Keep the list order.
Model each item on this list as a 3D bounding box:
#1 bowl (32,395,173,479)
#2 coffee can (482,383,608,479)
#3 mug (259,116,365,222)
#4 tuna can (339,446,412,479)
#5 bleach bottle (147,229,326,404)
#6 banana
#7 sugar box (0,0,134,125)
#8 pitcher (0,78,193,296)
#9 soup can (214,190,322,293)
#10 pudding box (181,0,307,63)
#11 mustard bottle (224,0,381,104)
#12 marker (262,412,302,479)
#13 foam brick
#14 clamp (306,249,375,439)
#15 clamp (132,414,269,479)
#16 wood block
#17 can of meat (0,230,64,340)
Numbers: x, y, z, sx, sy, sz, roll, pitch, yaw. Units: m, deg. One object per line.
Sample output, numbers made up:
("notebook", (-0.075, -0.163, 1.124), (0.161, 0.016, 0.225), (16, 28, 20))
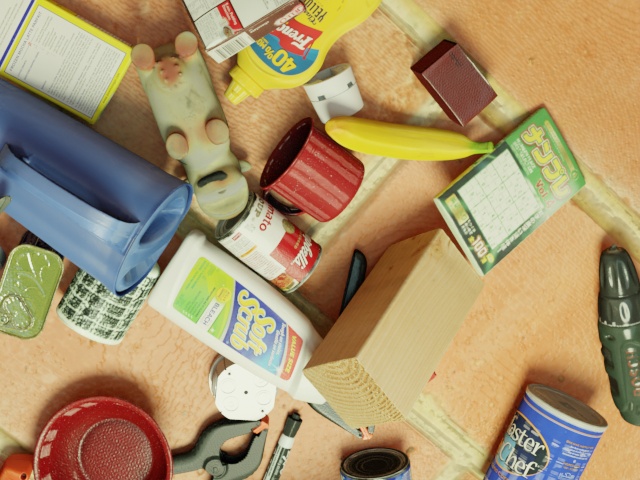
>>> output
("bowl", (-0.240, 0.252, 1.212), (0.162, 0.055, 0.162), (0, 92, 7))
("coffee can", (0.264, 0.256, 1.271), (0.102, 0.103, 0.140), (21, 101, -13))
("mug", (-0.014, -0.066, 1.161), (0.081, 0.093, 0.117), (35, 125, -20))
("tuna can", (0.065, 0.277, 1.258), (0.086, 0.086, 0.034), (-9, 104, -6))
("bleach bottle", (-0.060, 0.095, 1.171), (0.251, 0.068, 0.102), (32, 92, -1))
("banana", (0.087, -0.112, 1.161), (0.197, 0.070, 0.037), (3, 77, -22))
("sugar box", (-0.289, -0.202, 1.104), (0.176, 0.048, 0.093), (30, 99, -10))
("pitcher", (-0.261, -0.061, 1.063), (0.243, 0.144, 0.149), (32, 140, 6))
("soup can", (-0.058, 0.001, 1.172), (0.102, 0.068, 0.068), (39, 96, -21))
("pudding box", (-0.082, -0.250, 1.093), (0.113, 0.039, 0.090), (-28, 74, 10))
("mustard bottle", (-0.031, -0.219, 1.126), (0.096, 0.058, 0.192), (43, 96, -5))
("marker", (-0.049, 0.260, 1.273), (0.020, 0.020, 0.121), (19, 101, -12))
("foam brick", (0.146, -0.173, 1.168), (0.053, 0.051, 0.078), (-40, 107, 3))
("clamp", (0.019, 0.124, 1.218), (0.164, 0.036, 0.210), (-31, 90, 0))
("clamp", (-0.134, 0.258, 1.252), (0.120, 0.039, 0.171), (37, 98, -18))
("wood block", (0.081, 0.093, 1.150), (0.090, 0.090, 0.205), (50, 50, -16))
("can of meat", (-0.311, 0.044, 1.145), (0.057, 0.084, 0.102), (18, 101, -13))
